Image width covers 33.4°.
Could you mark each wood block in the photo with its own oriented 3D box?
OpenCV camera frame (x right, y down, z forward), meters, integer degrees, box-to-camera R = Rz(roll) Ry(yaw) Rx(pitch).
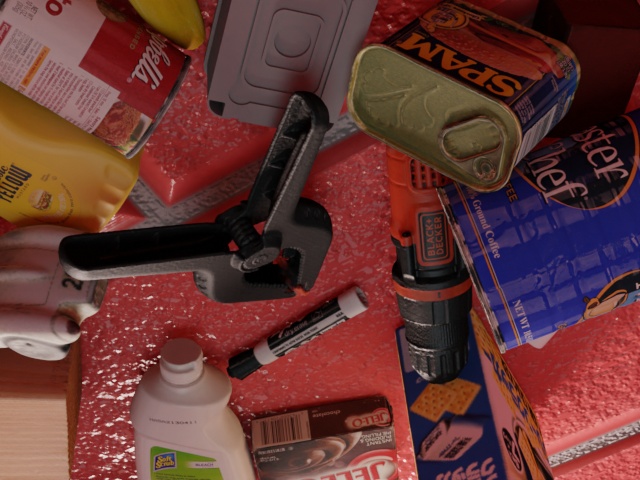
[{"bbox_3d":[-0.273,0.103,0.736,0.206,0.090,0.091,2,130,-7],"label":"wood block"}]

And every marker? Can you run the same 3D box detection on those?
[{"bbox_3d":[-0.019,0.069,0.778,0.121,0.020,0.020,-31,126,20],"label":"marker"}]

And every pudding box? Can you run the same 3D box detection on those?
[{"bbox_3d":[0.005,0.173,0.855,0.113,0.039,0.090,-8,131,1],"label":"pudding box"}]

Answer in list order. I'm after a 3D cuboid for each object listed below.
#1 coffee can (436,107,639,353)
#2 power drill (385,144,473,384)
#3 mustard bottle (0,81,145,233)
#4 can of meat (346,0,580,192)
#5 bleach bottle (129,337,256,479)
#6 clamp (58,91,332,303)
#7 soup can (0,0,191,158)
[{"bbox_3d":[0.149,-0.009,0.600,0.140,0.103,0.102,-22,129,7],"label":"coffee can"},{"bbox_3d":[0.138,0.003,0.690,0.187,0.057,0.184,-9,116,-2],"label":"power drill"},{"bbox_3d":[-0.206,-0.065,0.619,0.191,0.058,0.096,27,136,-25],"label":"mustard bottle"},{"bbox_3d":[0.080,-0.084,0.584,0.102,0.083,0.057,30,136,21],"label":"can of meat"},{"bbox_3d":[-0.092,0.177,0.835,0.102,0.068,0.251,-1,128,-2],"label":"bleach bottle"},{"bbox_3d":[-0.054,0.001,0.643,0.164,0.036,0.210,-28,157,-1],"label":"clamp"},{"bbox_3d":[-0.132,-0.100,0.584,0.102,0.068,0.069,32,121,-19],"label":"soup can"}]
